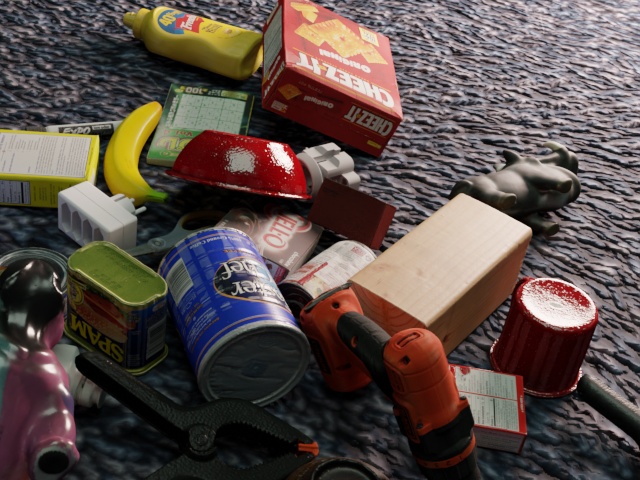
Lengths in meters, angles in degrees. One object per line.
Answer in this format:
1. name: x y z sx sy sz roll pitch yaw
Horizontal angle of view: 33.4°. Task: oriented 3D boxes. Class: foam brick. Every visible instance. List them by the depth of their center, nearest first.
1. foam brick: 0.034 -0.028 1.149 0.078 0.053 0.051 25 2 18

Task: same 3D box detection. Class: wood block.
1. wood block: 0.114 0.046 1.053 0.090 0.091 0.205 30 41 24

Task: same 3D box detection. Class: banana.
1. banana: -0.210 -0.094 1.205 0.069 0.037 0.198 -2 40 -10

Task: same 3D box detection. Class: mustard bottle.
1. mustard bottle: -0.176 -0.271 1.430 0.192 0.058 0.096 18 34 12

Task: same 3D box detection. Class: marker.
1. marker: -0.288 -0.127 1.249 0.121 0.020 0.020 -6 40 -20

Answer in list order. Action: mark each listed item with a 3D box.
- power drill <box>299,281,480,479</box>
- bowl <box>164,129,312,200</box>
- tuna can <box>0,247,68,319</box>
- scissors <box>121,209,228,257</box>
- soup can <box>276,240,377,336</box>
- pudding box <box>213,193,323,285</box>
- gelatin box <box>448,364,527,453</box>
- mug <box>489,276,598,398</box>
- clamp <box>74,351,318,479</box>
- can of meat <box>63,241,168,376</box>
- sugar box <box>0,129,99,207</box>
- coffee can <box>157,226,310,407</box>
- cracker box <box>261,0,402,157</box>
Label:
1. power drill: 0.063 0.128 0.903 0.057 0.184 0.188 -29 30 -19
2. bowl: -0.084 -0.085 1.149 0.162 0.055 0.162 10 5 -1
3. tuna can: -0.275 0.044 1.014 0.086 0.034 0.086 6 37 -5
4. scissors: -0.146 0.015 1.077 0.096 0.016 0.201 33 35 20
5. soup can: 0.007 0.049 1.044 0.069 0.068 0.102 30 41 25
6. pudding box: -0.057 0.001 1.095 0.090 0.039 0.113 26 31 7
7. gelatin box: 0.140 0.152 0.972 0.089 0.030 0.073 9 38 -1
8. mug: 0.215 0.083 1.035 0.093 0.081 0.117 0 38 -13
9. clamp: -0.105 0.178 0.863 0.209 0.036 0.164 12 51 -13
10. can of meat: -0.186 0.060 0.972 0.102 0.084 0.057 30 42 24
11. sugar box: -0.333 -0.079 1.155 0.176 0.048 0.093 2 38 -5
12. coffee can: -0.081 0.069 0.968 0.102 0.103 0.140 -8 40 -22
13. cracker box: 0.012 -0.216 1.354 0.164 0.072 0.213 21 33 -18
